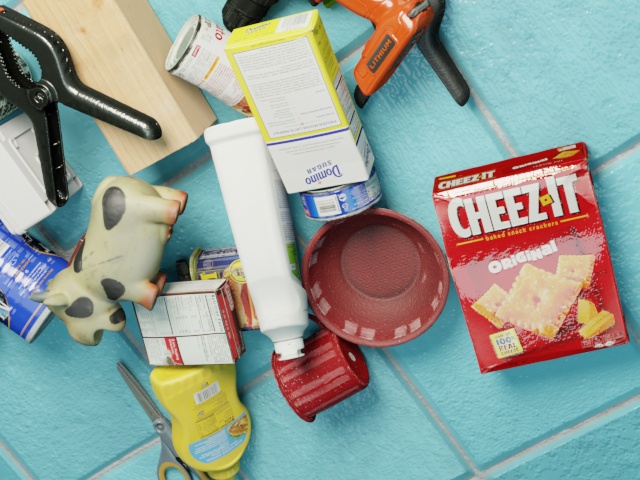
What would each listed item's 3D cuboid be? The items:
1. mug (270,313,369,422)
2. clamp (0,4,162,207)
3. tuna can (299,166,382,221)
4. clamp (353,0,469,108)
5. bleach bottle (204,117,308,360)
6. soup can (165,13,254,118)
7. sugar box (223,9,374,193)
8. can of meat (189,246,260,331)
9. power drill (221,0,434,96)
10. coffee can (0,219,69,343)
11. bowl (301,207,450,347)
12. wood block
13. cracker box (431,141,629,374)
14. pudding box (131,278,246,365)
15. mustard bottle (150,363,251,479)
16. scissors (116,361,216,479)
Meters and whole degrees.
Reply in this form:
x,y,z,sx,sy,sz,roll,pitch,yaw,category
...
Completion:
x,y,z,sx,sy,sz,roll,pitch,yaw,category
-0.003,0.137,1.212,0.081,0.093,0.117,-30,84,15,mug
-0.278,-0.141,1.084,0.165,0.036,0.210,-38,97,31,clamp
0.020,-0.053,1.128,0.086,0.086,0.034,-12,111,14,tuna can
0.098,-0.210,1.080,0.120,0.039,0.171,7,116,7,clamp
-0.057,0.001,1.120,0.068,0.102,0.251,-12,89,13,bleach bottle
-0.099,-0.178,1.095,0.102,0.068,0.069,28,115,-24,soup can
-0.018,-0.133,1.055,0.093,0.048,0.176,-8,128,21,sugar box
-0.094,0.055,1.209,0.084,0.057,0.102,-7,109,10,can of meat
0.003,-0.231,1.053,0.187,0.057,0.185,41,130,2,power drill
-0.359,0.037,1.224,0.140,0.102,0.103,36,113,-5,coffee can
0.063,0.034,1.170,0.162,0.055,0.162,4,109,10,bowl
-0.206,-0.186,1.116,0.090,0.090,0.206,-26,105,18,wood block
0.223,0.022,1.130,0.164,0.072,0.213,-13,108,14,cracker box
-0.146,0.091,1.180,0.114,0.039,0.090,-5,109,21,pudding box
-0.131,0.215,1.260,0.096,0.058,0.191,-29,124,-25,mustard bottle
-0.204,0.245,1.325,0.201,0.016,0.096,43,112,-8,scissors
